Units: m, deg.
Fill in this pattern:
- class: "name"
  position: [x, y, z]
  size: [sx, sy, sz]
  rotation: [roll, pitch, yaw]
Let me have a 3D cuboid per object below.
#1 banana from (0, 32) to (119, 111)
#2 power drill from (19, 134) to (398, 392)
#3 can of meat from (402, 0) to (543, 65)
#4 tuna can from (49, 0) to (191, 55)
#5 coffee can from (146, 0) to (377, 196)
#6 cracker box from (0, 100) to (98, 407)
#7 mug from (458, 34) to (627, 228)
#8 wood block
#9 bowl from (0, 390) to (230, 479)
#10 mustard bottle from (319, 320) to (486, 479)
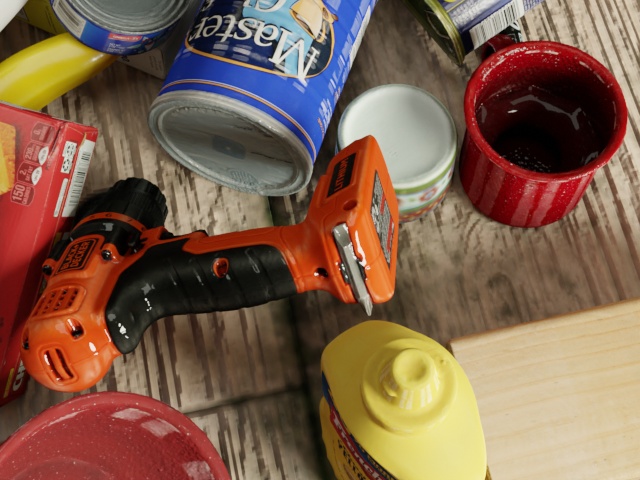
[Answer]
- class: "banana"
  position: [-0.202, -0.065, 0.662]
  size: [0.069, 0.037, 0.197]
  rotation: [34, 82, 5]
- class: "power drill"
  position: [-0.054, 0.001, 0.570]
  size: [0.188, 0.057, 0.184]
  rotation: [-15, 28, 13]
- class: "can of meat"
  position: [0.094, -0.178, 0.692]
  size: [0.084, 0.057, 0.102]
  rotation: [-35, 63, 2]
- class: "tuna can"
  position: [-0.122, -0.157, 0.650]
  size: [0.086, 0.034, 0.086]
  rotation: [8, 69, -21]
- class: "coffee can"
  position: [-0.032, -0.113, 0.654]
  size: [0.103, 0.103, 0.140]
  rotation: [17, 67, 8]
- class: "cracker box"
  position: [-0.251, -0.015, 0.591]
  size: [0.213, 0.072, 0.164]
  rotation: [17, 92, 1]
- class: "mug"
  position: [0.123, -0.069, 0.644]
  size: [0.093, 0.081, 0.117]
  rotation: [-19, 68, -8]
- class: "wood block"
  position: [0.174, 0.084, 0.572]
  size: [0.206, 0.091, 0.090]
  rotation: [-12, 67, -5]
- class: "bowl"
  position: [-0.120, 0.156, 0.536]
  size: [0.161, 0.055, 0.162]
  rotation: [5, 82, -41]
- class: "mustard bottle"
  position: [0.038, 0.089, 0.515]
  size: [0.058, 0.192, 0.096]
  rotation: [-31, 70, -13]
